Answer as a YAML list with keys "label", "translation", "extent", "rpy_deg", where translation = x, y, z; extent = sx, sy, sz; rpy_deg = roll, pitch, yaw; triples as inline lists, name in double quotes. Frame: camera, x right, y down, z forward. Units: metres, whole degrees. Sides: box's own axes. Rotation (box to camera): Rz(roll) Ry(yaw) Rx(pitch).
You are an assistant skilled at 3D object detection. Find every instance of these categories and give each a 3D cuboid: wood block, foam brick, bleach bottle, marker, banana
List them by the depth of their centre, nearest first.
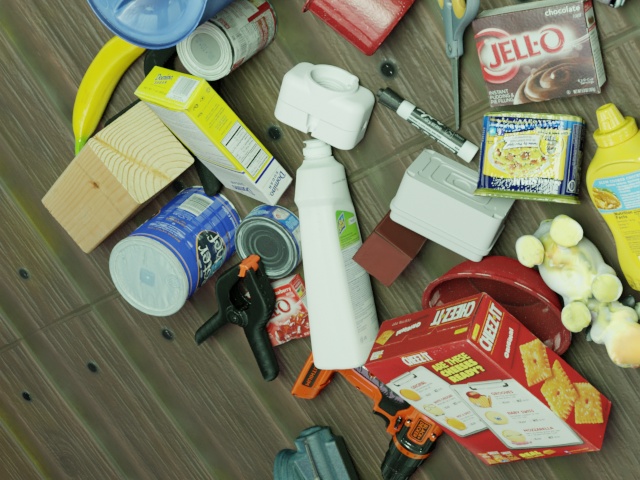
- label: "marker"
  translation: [0.110, -0.122, 1.112]
  extent: [0.121, 0.020, 0.020]
  rpy_deg: [34, 128, 6]
- label: "foam brick"
  translation: [0.079, 0.003, 1.166]
  extent: [0.053, 0.078, 0.051]
  rpy_deg: [39, 127, 2]
- label: "bleach bottle"
  translation: [0.015, 0.011, 1.191]
  extent: [0.068, 0.102, 0.251]
  rpy_deg: [-5, 100, 21]
- label: "banana"
  translation: [-0.245, -0.186, 1.241]
  extent: [0.198, 0.037, 0.070]
  rpy_deg: [-53, 55, 35]
- label: "wood block"
  translation: [-0.242, -0.068, 1.247]
  extent: [0.091, 0.090, 0.206]
  rpy_deg: [50, 148, -6]

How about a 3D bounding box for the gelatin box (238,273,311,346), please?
- label: "gelatin box"
  translation: [-0.048, 0.088, 1.314]
  extent: [0.089, 0.030, 0.073]
  rpy_deg: [-20, 107, 35]

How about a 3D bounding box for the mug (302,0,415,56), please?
- label: "mug"
  translation: [0.039, -0.232, 1.049]
  extent: [0.081, 0.093, 0.117]
  rpy_deg: [38, 160, -4]

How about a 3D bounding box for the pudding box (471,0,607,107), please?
- label: "pudding box"
  translation: [0.207, -0.180, 1.013]
  extent: [0.114, 0.039, 0.090]
  rpy_deg: [-5, 115, 30]

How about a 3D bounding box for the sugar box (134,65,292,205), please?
- label: "sugar box"
  translation: [-0.113, -0.112, 1.157]
  extent: [0.093, 0.048, 0.176]
  rpy_deg: [23, 165, 44]

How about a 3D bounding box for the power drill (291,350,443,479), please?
- label: "power drill"
  translation: [0.062, 0.201, 1.308]
  extent: [0.188, 0.057, 0.185]
  rpy_deg: [29, 124, 7]

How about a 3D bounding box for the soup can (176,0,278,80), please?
- label: "soup can"
  translation: [-0.097, -0.215, 1.114]
  extent: [0.069, 0.102, 0.068]
  rpy_deg: [13, 124, 21]

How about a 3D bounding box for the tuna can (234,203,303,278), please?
- label: "tuna can"
  translation: [-0.058, 0.002, 1.266]
  extent: [0.086, 0.033, 0.086]
  rpy_deg: [13, 123, 21]

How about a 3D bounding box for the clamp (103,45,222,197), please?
- label: "clamp"
  translation: [-0.158, -0.155, 1.224]
  extent: [0.164, 0.036, 0.210]
  rpy_deg: [34, 131, 5]

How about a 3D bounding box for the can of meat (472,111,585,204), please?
- label: "can of meat"
  translation: [0.205, -0.081, 1.044]
  extent: [0.102, 0.057, 0.084]
  rpy_deg: [6, 93, 23]

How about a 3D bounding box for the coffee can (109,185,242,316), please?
- label: "coffee can"
  translation: [-0.168, 0.010, 1.262]
  extent: [0.103, 0.140, 0.103]
  rpy_deg: [13, 123, 21]

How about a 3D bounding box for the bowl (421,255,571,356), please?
- label: "bowl"
  translation: [0.192, 0.065, 1.138]
  extent: [0.162, 0.055, 0.162]
  rpy_deg: [17, 147, 11]

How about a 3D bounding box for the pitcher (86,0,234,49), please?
- label: "pitcher"
  translation: [-0.117, -0.281, 0.995]
  extent: [0.149, 0.242, 0.145]
  rpy_deg: [44, 129, -2]

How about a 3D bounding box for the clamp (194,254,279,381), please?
- label: "clamp"
  translation: [-0.104, 0.088, 1.303]
  extent: [0.120, 0.039, 0.171]
  rpy_deg: [14, 123, 19]

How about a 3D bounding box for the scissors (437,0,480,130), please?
- label: "scissors"
  translation: [0.136, -0.190, 1.027]
  extent: [0.016, 0.096, 0.202]
  rpy_deg: [-17, 113, -10]

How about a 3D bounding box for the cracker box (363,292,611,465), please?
- label: "cracker box"
  translation: [0.181, 0.155, 1.155]
  extent: [0.213, 0.072, 0.164]
  rpy_deg: [40, 144, -22]
